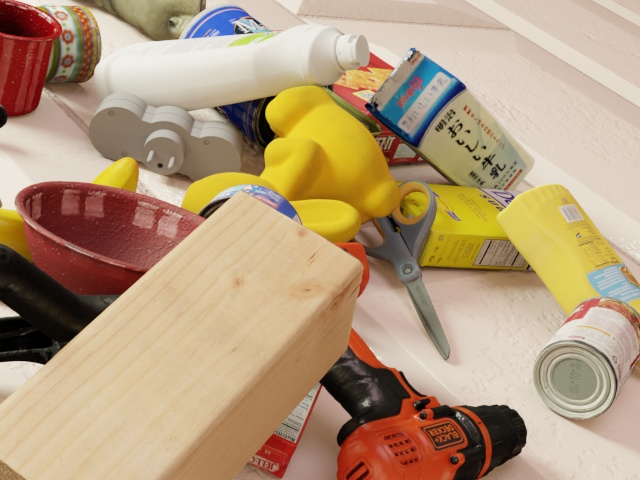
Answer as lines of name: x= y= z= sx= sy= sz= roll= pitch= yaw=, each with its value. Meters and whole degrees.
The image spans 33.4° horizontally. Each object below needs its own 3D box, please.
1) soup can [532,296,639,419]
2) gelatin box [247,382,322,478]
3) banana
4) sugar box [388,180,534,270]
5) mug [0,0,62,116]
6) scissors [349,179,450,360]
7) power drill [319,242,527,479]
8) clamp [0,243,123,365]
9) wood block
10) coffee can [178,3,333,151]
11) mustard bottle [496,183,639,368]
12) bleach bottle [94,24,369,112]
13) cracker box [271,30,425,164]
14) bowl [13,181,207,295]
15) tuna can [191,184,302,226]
soup can: x=0.217 y=0.093 z=0.857 sx=0.068 sy=0.069 sz=0.102 roll=30 pitch=29 yaw=18
gelatin box: x=-0.043 y=0.107 z=0.695 sx=0.073 sy=0.030 sz=0.089 roll=23 pitch=27 yaw=2
banana: x=-0.196 y=-0.022 z=0.792 sx=0.037 sy=0.069 sz=0.197 roll=-7 pitch=4 yaw=33
sugar box: x=0.148 y=-0.014 z=1.027 sx=0.175 sy=0.048 sz=0.093 roll=0 pitch=35 yaw=-32
mug: x=-0.299 y=-0.170 z=0.966 sx=0.117 sy=0.082 sz=0.093 roll=23 pitch=27 yaw=5
scissors: x=0.088 y=0.013 z=0.917 sx=0.202 sy=0.096 sz=0.016 roll=48 pitch=-6 yaw=44
power drill: x=0.045 y=0.085 z=0.720 sx=0.184 sy=0.057 sz=0.188 roll=0 pitch=46 yaw=-52
clamp: x=-0.149 y=0.050 z=0.631 sx=0.209 sy=0.165 sz=0.036 roll=9 pitch=63 yaw=-37
wood block: x=-0.075 y=0.079 z=0.574 sx=0.090 sy=0.091 sz=0.205 roll=31 pitch=54 yaw=19
coffee can: x=-0.069 y=-0.167 z=1.096 sx=0.102 sy=0.103 sz=0.140 roll=-9 pitch=40 yaw=-44
mustard bottle: x=0.242 y=0.039 z=0.950 sx=0.096 sy=0.058 sz=0.192 roll=-8 pitch=57 yaw=-50
bleach bottle: x=-0.077 y=-0.157 z=0.978 sx=0.251 sy=0.068 sz=0.102 roll=-2 pitch=25 yaw=28
cracker box: x=0.028 y=-0.163 z=1.190 sx=0.163 sy=0.072 sz=0.214 roll=-8 pitch=38 yaw=-43
bowl: x=-0.135 y=0.014 z=0.734 sx=0.162 sy=0.055 sz=0.162 roll=17 pitch=16 yaw=-5
tuna can: x=-0.055 y=0.001 z=0.818 sx=0.086 sy=0.086 sz=0.033 roll=23 pitch=26 yaw=5
